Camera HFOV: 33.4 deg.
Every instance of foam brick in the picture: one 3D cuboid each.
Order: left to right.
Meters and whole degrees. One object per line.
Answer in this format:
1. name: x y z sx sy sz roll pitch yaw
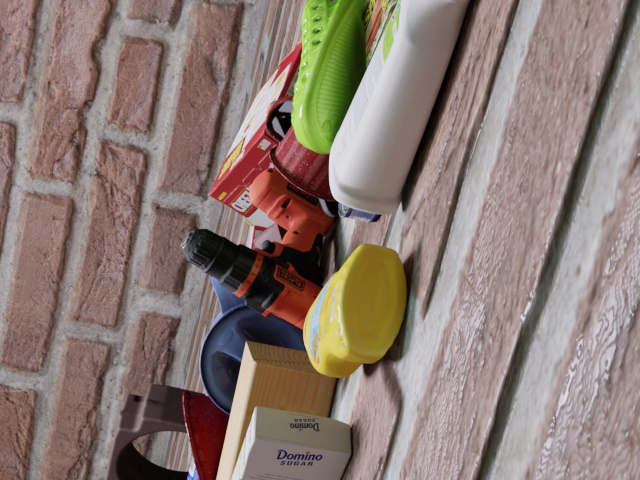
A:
1. foam brick: -0.040 0.023 1.289 0.051 0.052 0.078 -39 56 39

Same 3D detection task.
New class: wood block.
1. wood block: -0.053 0.222 1.120 0.090 0.090 0.206 -135 57 -78

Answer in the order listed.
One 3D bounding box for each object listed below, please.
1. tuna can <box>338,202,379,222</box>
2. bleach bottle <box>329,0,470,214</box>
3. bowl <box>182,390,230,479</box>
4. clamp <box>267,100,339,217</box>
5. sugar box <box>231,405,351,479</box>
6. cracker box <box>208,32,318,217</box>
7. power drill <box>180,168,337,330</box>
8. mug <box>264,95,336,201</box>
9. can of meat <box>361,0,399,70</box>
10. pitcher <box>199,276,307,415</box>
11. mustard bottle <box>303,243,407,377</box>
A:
1. tuna can: 0.045 -0.061 1.054 0.086 0.033 0.086 -169 90 -81
2. bleach bottle: 0.075 -0.147 0.902 0.102 0.068 0.251 -91 18 -49
3. bowl: -0.111 0.245 1.235 0.162 0.055 0.162 164 89 -88
4. clamp: -0.004 -0.123 1.231 0.172 0.039 0.120 53 129 32
5. sugar box: -0.038 0.234 1.013 0.048 0.093 0.176 -91 17 -53
6. cracker box: -0.053 -0.156 1.413 0.164 0.072 0.213 -43 21 49
7. power drill: -0.058 0.001 1.192 0.057 0.184 0.187 -46 19 36
8. mug: -0.004 -0.108 1.128 0.082 0.117 0.093 -56 -6 24
9. can of meat: 0.075 -0.207 0.983 0.102 0.057 0.084 112 164 -46
10. pitcher: -0.083 0.122 1.288 0.243 0.145 0.149 -165 93 -83
11. mustard bottle: 0.023 0.072 0.952 0.192 0.058 0.096 129 149 -70
